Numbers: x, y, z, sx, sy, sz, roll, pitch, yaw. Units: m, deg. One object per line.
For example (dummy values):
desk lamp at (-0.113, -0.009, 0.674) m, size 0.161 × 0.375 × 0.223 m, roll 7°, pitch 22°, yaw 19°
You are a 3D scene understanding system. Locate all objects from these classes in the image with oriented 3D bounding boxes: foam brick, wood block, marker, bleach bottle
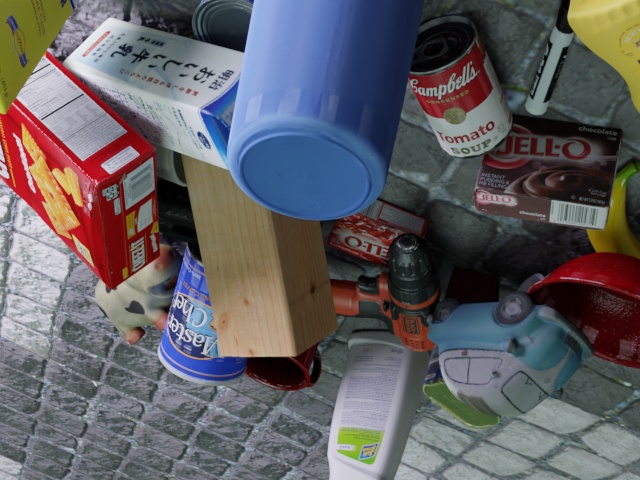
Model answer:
foam brick at (0.162, 0.075, 1.143) m, size 0.051 × 0.053 × 0.078 m, roll 10°, pitch 145°, yaw 16°
wood block at (-0.056, 0.001, 1.036) m, size 0.090 × 0.090 × 0.206 m, roll -3°, pitch 103°, yaw 31°
marker at (0.188, -0.148, 0.859) m, size 0.020 × 0.020 × 0.121 m, roll 17°, pitch 145°, yaw 6°
bleach bottle at (0.050, 0.223, 1.225) m, size 0.103 × 0.250 × 0.068 m, roll -2°, pitch 139°, yaw 30°

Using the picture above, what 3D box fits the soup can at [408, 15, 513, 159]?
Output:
soup can at (0.113, -0.126, 0.886) m, size 0.069 × 0.068 × 0.102 m, roll -3°, pitch 139°, yaw 31°

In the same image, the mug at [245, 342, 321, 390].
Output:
mug at (-0.037, 0.130, 1.294) m, size 0.093 × 0.081 × 0.117 m, roll -17°, pitch 130°, yaw 41°

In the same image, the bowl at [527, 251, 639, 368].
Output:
bowl at (0.277, 0.058, 0.991) m, size 0.162 × 0.055 × 0.162 m, roll 23°, pitch 157°, yaw 10°

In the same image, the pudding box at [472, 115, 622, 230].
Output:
pudding box at (0.195, -0.060, 0.913) m, size 0.113 × 0.090 × 0.039 m, roll 11°, pitch 146°, yaw 13°

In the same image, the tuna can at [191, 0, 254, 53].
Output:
tuna can at (-0.066, -0.187, 0.926) m, size 0.086 × 0.033 × 0.086 m, roll 14°, pitch 145°, yaw 10°

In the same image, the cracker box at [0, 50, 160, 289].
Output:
cracker box at (-0.242, -0.078, 0.989) m, size 0.214 × 0.072 × 0.164 m, roll 41°, pitch 150°, yaw 21°

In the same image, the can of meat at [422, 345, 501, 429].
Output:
can of meat at (0.169, 0.154, 1.217) m, size 0.102 × 0.084 × 0.058 m, roll 37°, pitch 142°, yaw -21°

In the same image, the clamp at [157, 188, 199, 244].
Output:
clamp at (-0.175, -0.030, 1.125) m, size 0.171 × 0.039 × 0.120 m, roll 29°, pitch 161°, yaw -31°

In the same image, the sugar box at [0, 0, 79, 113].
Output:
sugar box at (-0.246, -0.199, 0.880) m, size 0.048 × 0.176 × 0.093 m, roll 16°, pitch 146°, yaw 11°

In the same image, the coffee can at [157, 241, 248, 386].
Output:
coffee can at (-0.116, 0.077, 1.195) m, size 0.103 × 0.102 × 0.140 m, roll 19°, pitch 113°, yaw 3°

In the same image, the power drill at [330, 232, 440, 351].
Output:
power drill at (0.033, 0.043, 1.112) m, size 0.188 × 0.057 × 0.184 m, roll 12°, pitch 146°, yaw 19°

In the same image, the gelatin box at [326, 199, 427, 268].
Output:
gelatin box at (0.058, -0.008, 1.105) m, size 0.089 × 0.030 × 0.073 m, roll 22°, pitch 146°, yaw 0°

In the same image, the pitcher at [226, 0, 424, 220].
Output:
pitcher at (0.009, -0.131, 0.778) m, size 0.149 × 0.242 × 0.145 m, roll 27°, pitch 142°, yaw -23°
